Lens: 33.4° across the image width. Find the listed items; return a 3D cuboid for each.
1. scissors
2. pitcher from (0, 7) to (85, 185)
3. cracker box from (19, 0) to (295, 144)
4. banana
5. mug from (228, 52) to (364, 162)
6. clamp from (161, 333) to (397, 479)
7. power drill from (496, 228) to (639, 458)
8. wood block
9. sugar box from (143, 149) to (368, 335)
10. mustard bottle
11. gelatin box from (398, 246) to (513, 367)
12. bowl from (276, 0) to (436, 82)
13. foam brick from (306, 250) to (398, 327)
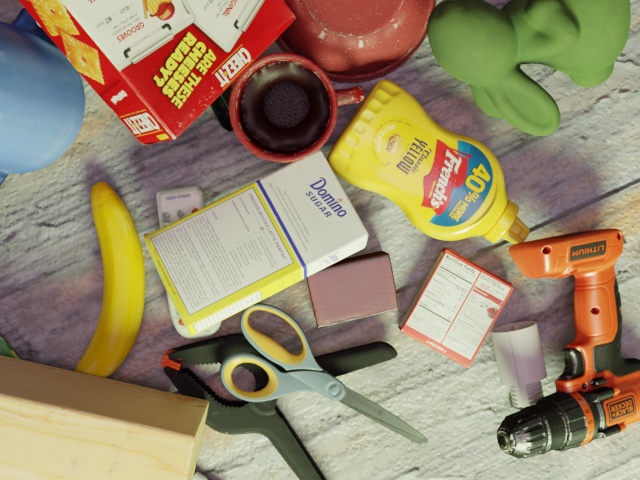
[{"bbox_3d":[-0.007,0.142,0.958,0.096,0.016,0.202,-45,89,-3],"label":"scissors"},{"bbox_3d":[-0.282,-0.110,0.859,0.145,0.243,0.149,-26,93,2],"label":"pitcher"},{"bbox_3d":[-0.147,-0.210,0.865,0.164,0.072,0.213,-49,114,-24],"label":"cracker box"},{"bbox_3d":[-0.194,0.048,0.974,0.069,0.037,0.198,12,93,-3],"label":"banana"},{"bbox_3d":[-0.019,-0.121,0.943,0.117,0.081,0.093,-12,99,3],"label":"mug"},{"bbox_3d":[-0.041,0.135,0.984,0.210,0.036,0.164,27,92,-3],"label":"clamp"},{"bbox_3d":[0.221,0.089,0.952,0.184,0.057,0.187,-11,94,-31],"label":"power drill"},{"bbox_3d":[-0.211,0.173,0.931,0.206,0.091,0.090,12,101,0],"label":"wood block"},{"bbox_3d":[-0.056,0.001,0.933,0.176,0.048,0.093,-25,74,-10],"label":"sugar box"},{"bbox_3d":[0.107,-0.056,0.967,0.191,0.058,0.096,34,87,-4],"label":"mustard bottle"},{"bbox_3d":[0.125,0.061,0.989,0.073,0.030,0.089,29,92,-2],"label":"gelatin box"},{"bbox_3d":[0.028,-0.225,0.957,0.162,0.055,0.162,0,94,-2],"label":"bowl"},{"bbox_3d":[0.028,0.043,0.974,0.078,0.053,0.051,-13,94,0],"label":"foam brick"}]
